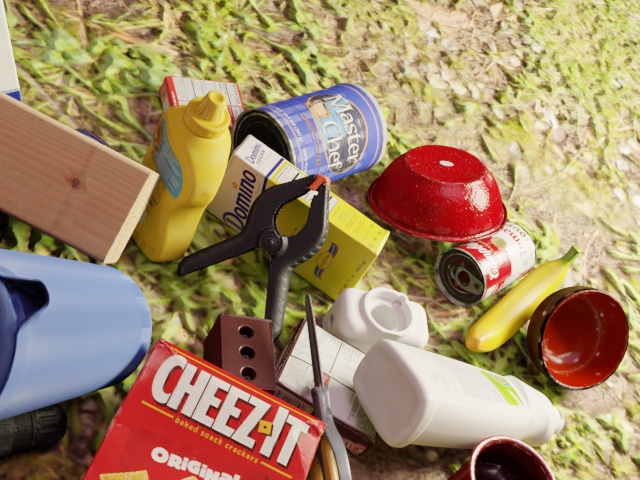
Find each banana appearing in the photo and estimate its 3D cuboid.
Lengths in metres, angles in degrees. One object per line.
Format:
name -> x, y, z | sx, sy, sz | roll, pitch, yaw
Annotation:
banana -> 0.211, 0.071, 1.161 | 0.037, 0.070, 0.197 | 36, 54, 22

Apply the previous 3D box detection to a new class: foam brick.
foam brick -> -0.075, 0.115, 0.977 | 0.053, 0.051, 0.078 | 10, 50, -22

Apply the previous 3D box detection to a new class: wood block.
wood block -> -0.254, -0.066, 0.926 | 0.206, 0.090, 0.091 | 28, 89, -2

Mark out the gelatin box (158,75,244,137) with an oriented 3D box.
gelatin box -> -0.127, -0.142, 1.176 | 0.089, 0.030, 0.073 | 3, 52, -27

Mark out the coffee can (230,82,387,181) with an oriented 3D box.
coffee can -> -0.012, -0.108, 1.160 | 0.140, 0.103, 0.103 | -22, 67, -39

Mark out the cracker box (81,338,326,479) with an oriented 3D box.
cracker box -> -0.108, 0.207, 0.853 | 0.164, 0.072, 0.213 | 28, 53, -5

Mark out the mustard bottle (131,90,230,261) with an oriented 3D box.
mustard bottle -> -0.129, -0.070, 1.000 | 0.058, 0.192, 0.096 | -2, 55, -30

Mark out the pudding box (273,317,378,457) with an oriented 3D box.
pudding box -> 0.011, 0.139, 1.015 | 0.113, 0.039, 0.090 | 32, 44, -5

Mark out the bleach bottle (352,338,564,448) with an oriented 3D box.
bleach bottle -> 0.151, 0.162, 1.024 | 0.250, 0.068, 0.103 | 18, 25, -38

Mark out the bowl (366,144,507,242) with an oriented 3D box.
bowl -> 0.135, -0.063, 1.196 | 0.162, 0.055, 0.162 | 6, 32, -4

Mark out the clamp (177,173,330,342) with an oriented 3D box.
clamp -> -0.057, 0.001, 1.030 | 0.120, 0.171, 0.039 | 29, 1, -1

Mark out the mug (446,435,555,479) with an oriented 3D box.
mug -> 0.166, 0.235, 0.990 | 0.093, 0.082, 0.117 | 48, 47, 13

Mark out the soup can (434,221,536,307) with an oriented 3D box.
soup can -> 0.184, 0.025, 1.184 | 0.102, 0.069, 0.068 | -24, 68, -41

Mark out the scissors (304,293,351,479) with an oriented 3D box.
scissors -> -0.003, 0.157, 0.953 | 0.016, 0.096, 0.202 | -1, 53, -18

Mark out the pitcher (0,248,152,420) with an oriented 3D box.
pitcher -> -0.236, 0.073, 0.815 | 0.149, 0.145, 0.242 | 22, 3, 17

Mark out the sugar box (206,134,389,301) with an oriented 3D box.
sugar box -> -0.025, -0.020, 1.087 | 0.176, 0.093, 0.048 | 33, 45, 0
